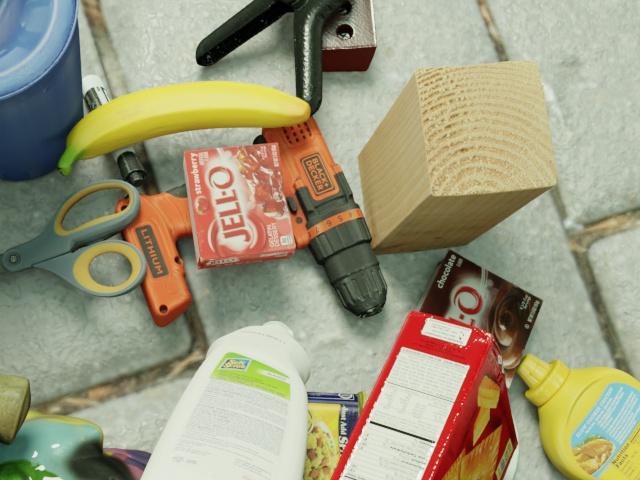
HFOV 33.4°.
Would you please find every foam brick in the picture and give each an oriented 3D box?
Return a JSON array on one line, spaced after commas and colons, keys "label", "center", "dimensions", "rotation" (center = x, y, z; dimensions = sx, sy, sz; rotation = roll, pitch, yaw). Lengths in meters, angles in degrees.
[{"label": "foam brick", "center": [0.015, -0.187, 0.901], "dimensions": [0.053, 0.051, 0.078], "rotation": [-4, 79, -9]}]

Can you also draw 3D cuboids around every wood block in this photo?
[{"label": "wood block", "center": [0.095, -0.055, 0.805], "dimensions": [0.090, 0.206, 0.091], "rotation": [-6, 79, -10]}]

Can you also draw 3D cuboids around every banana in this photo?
[{"label": "banana", "center": [-0.109, -0.091, 0.813], "dimensions": [0.197, 0.037, 0.070], "rotation": [-16, 54, -16]}]

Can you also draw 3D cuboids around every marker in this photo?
[{"label": "marker", "center": [-0.164, -0.086, 0.843], "dimensions": [0.020, 0.020, 0.121], "rotation": [-22, 55, -12]}]

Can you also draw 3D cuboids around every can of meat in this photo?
[{"label": "can of meat", "center": [-0.009, 0.165, 0.821], "dimensions": [0.084, 0.057, 0.102], "rotation": [3, 77, -5]}]

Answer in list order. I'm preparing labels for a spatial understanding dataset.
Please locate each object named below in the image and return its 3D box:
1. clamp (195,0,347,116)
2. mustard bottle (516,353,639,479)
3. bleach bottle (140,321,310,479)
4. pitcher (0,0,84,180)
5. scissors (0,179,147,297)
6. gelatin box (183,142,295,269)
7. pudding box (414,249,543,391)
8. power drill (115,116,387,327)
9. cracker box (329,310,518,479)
[{"label": "clamp", "center": [-0.014, -0.184, 0.855], "dimensions": [0.120, 0.039, 0.171], "rotation": [37, 99, 15]}, {"label": "mustard bottle", "center": [0.235, 0.159, 0.857], "dimensions": [0.191, 0.058, 0.096], "rotation": [40, 77, 1]}, {"label": "bleach bottle", "center": [-0.047, 0.126, 0.720], "dimensions": [0.102, 0.250, 0.068], "rotation": [19, 114, 2]}, {"label": "pitcher", "center": [-0.238, -0.116, 0.750], "dimensions": [0.149, 0.243, 0.145], "rotation": [4, 78, -8]}, {"label": "scissors", "center": [-0.215, 0.027, 0.809], "dimensions": [0.202, 0.016, 0.096], "rotation": [-32, 81, 7]}, {"label": "gelatin box", "center": [-0.062, -0.026, 0.809], "dimensions": [0.073, 0.030, 0.089], "rotation": [-7, 75, -11]}, {"label": "pudding box", "center": [0.116, 0.077, 0.857], "dimensions": [0.090, 0.039, 0.113], "rotation": [29, 62, -2]}, {"label": "power drill", "center": [-0.056, 0.001, 0.850], "dimensions": [0.187, 0.057, 0.184], "rotation": [-21, 78, -15]}, {"label": "cracker box", "center": [0.064, 0.182, 0.724], "dimensions": [0.072, 0.164, 0.213], "rotation": [13, 57, 25]}]
